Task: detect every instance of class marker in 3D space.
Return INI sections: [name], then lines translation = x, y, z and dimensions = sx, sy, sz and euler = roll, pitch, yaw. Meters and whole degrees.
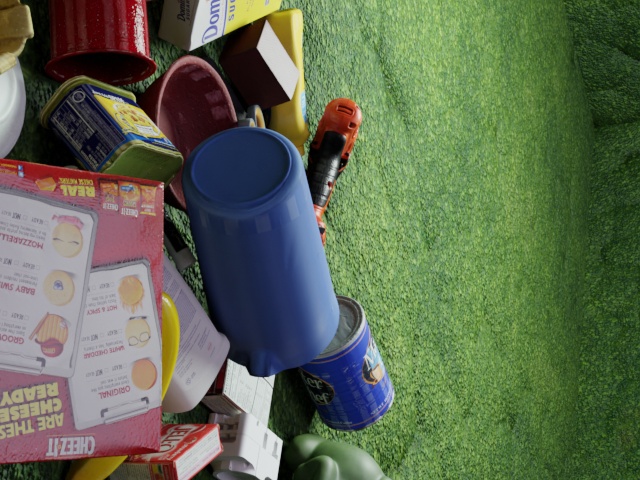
[marker]
translation = -0.153, -0.027, 0.986
dimensions = 0.121, 0.020, 0.020
euler = 58, 25, 4

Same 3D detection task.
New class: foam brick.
[foam brick]
translation = -0.066, -0.187, 1.156
dimensions = 0.078, 0.051, 0.053
euler = 56, 33, -35

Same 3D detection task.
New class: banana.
[banana]
translation = -0.161, 0.123, 0.905
dimensions = 0.069, 0.037, 0.198
euler = 16, 94, -39

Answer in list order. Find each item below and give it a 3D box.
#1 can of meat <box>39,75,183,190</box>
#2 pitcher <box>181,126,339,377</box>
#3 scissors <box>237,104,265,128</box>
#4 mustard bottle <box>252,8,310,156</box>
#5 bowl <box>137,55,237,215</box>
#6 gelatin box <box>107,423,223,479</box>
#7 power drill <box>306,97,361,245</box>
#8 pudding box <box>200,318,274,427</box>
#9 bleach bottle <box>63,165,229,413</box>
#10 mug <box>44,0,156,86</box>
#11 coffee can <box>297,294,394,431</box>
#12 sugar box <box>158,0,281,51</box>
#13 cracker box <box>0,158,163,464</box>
[can of meat]
translation = -0.174, -0.085, 0.908
dimensions = 0.084, 0.057, 0.102
euler = 47, 14, 20
[pitcher]
translation = -0.057, 0.001, 1.021
dimensions = 0.144, 0.149, 0.243
euler = -31, 145, -17
[scissors]
translation = -0.061, -0.063, 1.170
dimensions = 0.202, 0.016, 0.096
euler = 77, 12, -46
[mustard bottle]
translation = -0.044, -0.173, 1.254
dimensions = 0.096, 0.058, 0.191
euler = -116, -159, -75
[bowl]
translation = -0.139, -0.097, 1.043
dimensions = 0.161, 0.055, 0.162
euler = -4, 90, -67
[gelatin box]
translation = -0.141, 0.194, 0.969
dimensions = 0.089, 0.073, 0.030
euler = -32, 115, -64
[power drill]
translation = -0.007, -0.057, 1.291
dimensions = 0.184, 0.057, 0.187
euler = 108, -1, -63
[pudding box]
translation = -0.089, 0.146, 1.142
dimensions = 0.113, 0.039, 0.090
euler = 51, 40, -50
[bleach bottle]
translation = -0.167, 0.036, 0.949
dimensions = 0.251, 0.068, 0.102
euler = 66, 34, -34
[mug]
translation = -0.189, -0.181, 0.917
dimensions = 0.117, 0.093, 0.081
euler = 125, -39, -78
[coffee can]
translation = 0.024, 0.152, 1.319
dimensions = 0.102, 0.103, 0.140
euler = -68, 146, -45
[sugar box]
translation = -0.093, -0.266, 1.108
dimensions = 0.176, 0.048, 0.093
euler = -44, 157, -50
[cracker box]
translation = -0.203, 0.054, 0.797
dimensions = 0.163, 0.072, 0.214
euler = 6, 81, -43
